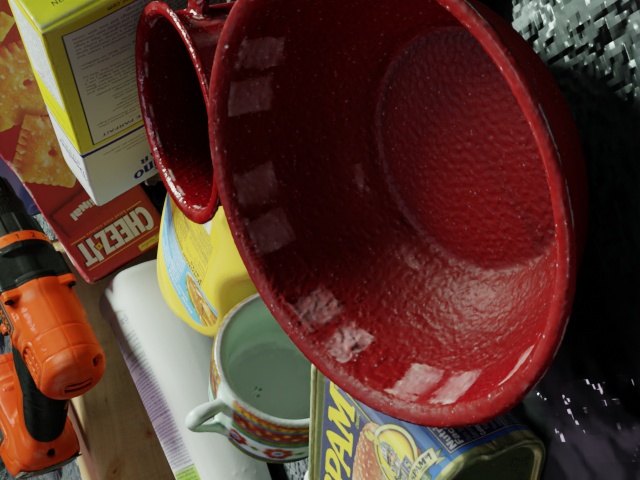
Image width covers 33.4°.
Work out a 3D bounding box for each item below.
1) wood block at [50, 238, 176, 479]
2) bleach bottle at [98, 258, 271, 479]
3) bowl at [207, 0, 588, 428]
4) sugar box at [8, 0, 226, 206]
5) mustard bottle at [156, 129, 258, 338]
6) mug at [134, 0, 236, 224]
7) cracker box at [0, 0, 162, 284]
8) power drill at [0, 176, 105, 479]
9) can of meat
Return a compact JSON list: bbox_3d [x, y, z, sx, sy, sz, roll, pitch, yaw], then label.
[{"bbox_3d":[-0.157,0.097,0.837,0.091,0.090,0.206,9,113,65],"label":"wood block"},{"bbox_3d":[-0.073,0.138,0.710,0.251,0.068,0.103,68,158,9],"label":"bleach bottle"},{"bbox_3d":[0.032,-0.022,0.357,0.162,0.055,0.162,28,130,40],"label":"bowl"},{"bbox_3d":[-0.092,-0.089,0.525,0.048,0.093,0.176,54,164,14],"label":"sugar box"},{"bbox_3d":[-0.053,0.001,0.585,0.096,0.058,0.192,65,155,19],"label":"mustard bottle"},{"bbox_3d":[-0.026,-0.072,0.449,0.093,0.081,0.117,39,138,54],"label":"mug"},{"bbox_3d":[-0.196,-0.092,0.717,0.213,0.072,0.164,61,173,-25],"label":"cracker box"},{"bbox_3d":[-0.212,0.067,0.753,0.184,0.057,0.188,57,148,29],"label":"power drill"},{"bbox_3d":[0.040,0.091,0.434,0.084,0.057,0.102,46,144,43],"label":"can of meat"}]
